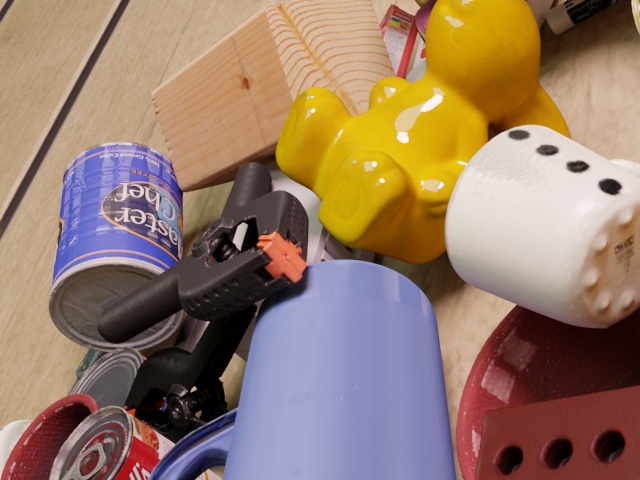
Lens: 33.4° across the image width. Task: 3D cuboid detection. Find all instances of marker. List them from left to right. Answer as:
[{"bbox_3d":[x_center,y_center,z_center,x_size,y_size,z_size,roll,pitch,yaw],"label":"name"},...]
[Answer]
[{"bbox_3d":[0.213,-0.179,0.737,0.121,0.020,0.020,-27,38,28],"label":"marker"}]

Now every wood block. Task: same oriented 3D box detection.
[{"bbox_3d":[-0.041,-0.107,0.810,0.090,0.091,0.206,-17,0,-31],"label":"wood block"}]

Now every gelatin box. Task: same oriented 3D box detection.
[{"bbox_3d":[0.042,-0.127,0.829,0.089,0.030,0.073,126,165,-57],"label":"gelatin box"}]

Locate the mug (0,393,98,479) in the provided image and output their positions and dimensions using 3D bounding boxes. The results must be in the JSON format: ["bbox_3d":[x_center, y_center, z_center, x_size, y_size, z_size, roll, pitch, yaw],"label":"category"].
[{"bbox_3d":[-0.166,0.173,0.730,0.117,0.081,0.093,-41,33,8],"label":"mug"}]

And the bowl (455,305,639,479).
[{"bbox_3d":[0.145,0.081,0.500,0.162,0.055,0.162,-29,36,24],"label":"bowl"}]

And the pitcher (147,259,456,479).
[{"bbox_3d":[-0.001,0.126,0.547,0.145,0.149,0.242,-45,26,33],"label":"pitcher"}]

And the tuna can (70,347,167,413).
[{"bbox_3d":[-0.155,0.126,0.812,0.086,0.033,0.086,-30,36,24],"label":"tuna can"}]

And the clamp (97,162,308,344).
[{"bbox_3d":[-0.054,0.001,0.670,0.164,0.036,0.210,-51,19,-22],"label":"clamp"}]

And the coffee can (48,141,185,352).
[{"bbox_3d":[-0.160,0.004,0.855,0.103,0.102,0.140,-31,40,22],"label":"coffee can"}]

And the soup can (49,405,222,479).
[{"bbox_3d":[-0.107,0.157,0.661,0.069,0.102,0.068,-29,36,24],"label":"soup can"}]

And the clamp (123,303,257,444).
[{"bbox_3d":[-0.081,0.097,0.706,0.172,0.039,0.120,-5,92,46],"label":"clamp"}]
